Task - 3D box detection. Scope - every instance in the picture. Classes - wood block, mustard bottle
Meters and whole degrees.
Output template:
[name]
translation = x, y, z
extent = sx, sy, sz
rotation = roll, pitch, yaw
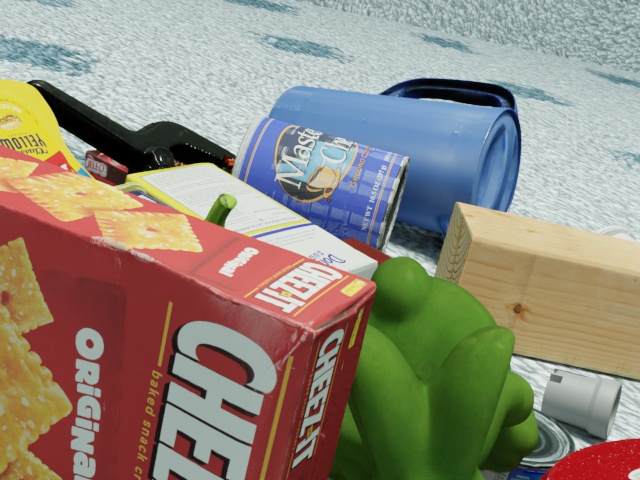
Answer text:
[wood block]
translation = 0.202, 0.044, 0.861
extent = 0.206, 0.091, 0.090
rotation = 12, 19, -5
[mustard bottle]
translation = -0.201, -0.027, 0.753
extent = 0.096, 0.058, 0.192
rotation = -17, 63, -46

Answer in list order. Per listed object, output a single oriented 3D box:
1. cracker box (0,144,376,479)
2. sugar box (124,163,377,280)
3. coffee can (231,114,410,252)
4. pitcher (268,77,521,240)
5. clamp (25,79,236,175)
[cracker box]
translation = -0.100, 0.064, 0.470
extent = 0.214, 0.164, 0.072
rotation = 21, 22, 20
[sugar box]
translation = -0.055, 0.001, 0.779
extent = 0.176, 0.048, 0.093
rotation = 34, 30, 31
[coffee can]
translation = -0.002, -0.045, 0.951
extent = 0.140, 0.103, 0.102
rotation = 17, 19, 7
[pitcher]
translation = 0.073, -0.092, 1.063
extent = 0.243, 0.145, 0.149
rotation = 14, 17, 26
[clamp]
translation = -0.139, -0.049, 0.884
extent = 0.209, 0.036, 0.164
rotation = 4, 58, -50
